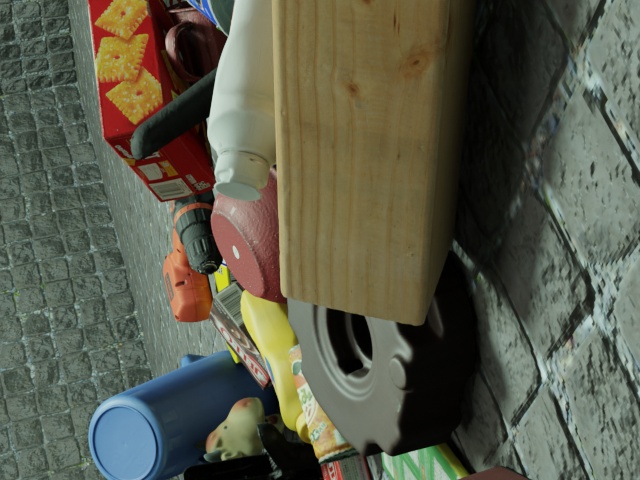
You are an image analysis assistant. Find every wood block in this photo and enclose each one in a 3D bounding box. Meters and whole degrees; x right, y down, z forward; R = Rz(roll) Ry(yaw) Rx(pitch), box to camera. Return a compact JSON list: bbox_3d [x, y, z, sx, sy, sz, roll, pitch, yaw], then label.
[{"bbox_3d":[0.030,-0.064,0.594,0.090,0.090,0.206,-62,-22,-48],"label":"wood block"}]

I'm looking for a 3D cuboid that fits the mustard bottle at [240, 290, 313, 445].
[{"bbox_3d":[-0.024,0.131,1.052,0.192,0.058,0.096,-118,4,-47],"label":"mustard bottle"}]

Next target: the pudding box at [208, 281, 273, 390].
[{"bbox_3d":[-0.082,0.112,1.241,0.113,0.039,0.090,52,158,12],"label":"pudding box"}]

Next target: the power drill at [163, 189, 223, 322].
[{"bbox_3d":[-0.154,0.014,1.298,0.188,0.057,0.184,101,159,-45],"label":"power drill"}]

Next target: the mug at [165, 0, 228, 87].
[{"bbox_3d":[-0.100,-0.186,1.009,0.093,0.117,0.081,2,114,36],"label":"mug"}]

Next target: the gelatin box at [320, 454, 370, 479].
[{"bbox_3d":[0.028,0.240,1.017,0.073,0.030,0.089,126,130,-70],"label":"gelatin box"}]

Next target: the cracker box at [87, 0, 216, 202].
[{"bbox_3d":[-0.165,-0.167,1.056,0.164,0.072,0.214,60,-161,-68],"label":"cracker box"}]

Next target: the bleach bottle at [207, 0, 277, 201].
[{"bbox_3d":[-0.023,-0.147,0.637,0.103,0.068,0.251,113,168,-72],"label":"bleach bottle"}]

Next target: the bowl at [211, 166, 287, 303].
[{"bbox_3d":[-0.057,0.001,1.008,0.162,0.055,0.162,48,155,31],"label":"bowl"}]

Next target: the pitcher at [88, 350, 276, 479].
[{"bbox_3d":[-0.157,0.223,1.280,0.242,0.149,0.145,-10,-82,-64],"label":"pitcher"}]

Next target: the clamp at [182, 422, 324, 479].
[{"bbox_3d":[-0.053,0.227,1.073,0.171,0.120,0.039,32,-140,-51],"label":"clamp"}]

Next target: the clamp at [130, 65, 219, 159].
[{"bbox_3d":[-0.017,-0.119,0.743,0.210,0.164,0.036,-62,29,3],"label":"clamp"}]
